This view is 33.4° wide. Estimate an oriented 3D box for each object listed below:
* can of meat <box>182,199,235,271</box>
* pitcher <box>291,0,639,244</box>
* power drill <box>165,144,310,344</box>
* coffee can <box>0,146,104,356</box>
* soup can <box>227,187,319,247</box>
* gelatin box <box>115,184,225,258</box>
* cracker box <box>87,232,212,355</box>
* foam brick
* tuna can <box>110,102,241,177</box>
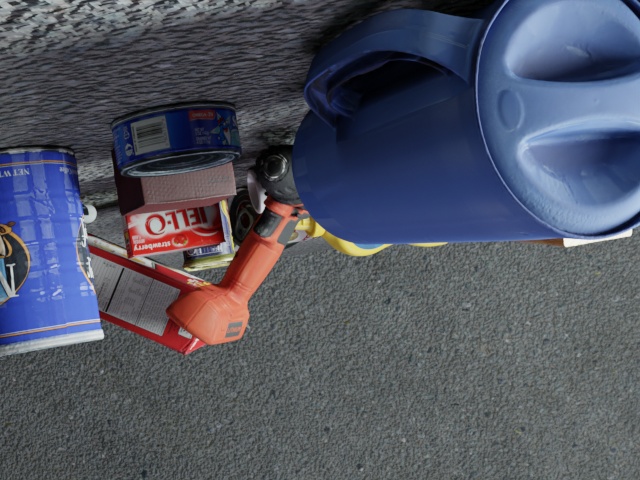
[{"bbox_3d":[-0.121,-0.014,1.118,0.057,0.084,0.102,-10,177,-4],"label":"can of meat"},{"bbox_3d":[0.070,-0.063,0.619,0.144,0.149,0.243,-29,-171,-26],"label":"pitcher"},{"bbox_3d":[-0.056,0.001,0.931,0.188,0.057,0.184,-54,168,5],"label":"power drill"},{"bbox_3d":[-0.219,0.011,0.775,0.103,0.140,0.103,-10,177,-1],"label":"coffee can"},{"bbox_3d":[-0.048,-0.029,1.212,0.102,0.068,0.069,-7,176,-42],"label":"soup can"},{"bbox_3d":[-0.135,-0.026,0.965,0.089,0.073,0.030,-8,176,-20],"label":"gelatin box"},{"bbox_3d":[-0.210,0.044,1.093,0.213,0.072,0.164,22,179,1],"label":"cracker box"},{"bbox_3d":[-0.110,-0.051,0.798,0.078,0.053,0.051,-7,176,-32],"label":"foam brick"},{"bbox_3d":[-0.097,-0.067,0.722,0.086,0.034,0.086,-10,177,-1],"label":"tuna can"}]
